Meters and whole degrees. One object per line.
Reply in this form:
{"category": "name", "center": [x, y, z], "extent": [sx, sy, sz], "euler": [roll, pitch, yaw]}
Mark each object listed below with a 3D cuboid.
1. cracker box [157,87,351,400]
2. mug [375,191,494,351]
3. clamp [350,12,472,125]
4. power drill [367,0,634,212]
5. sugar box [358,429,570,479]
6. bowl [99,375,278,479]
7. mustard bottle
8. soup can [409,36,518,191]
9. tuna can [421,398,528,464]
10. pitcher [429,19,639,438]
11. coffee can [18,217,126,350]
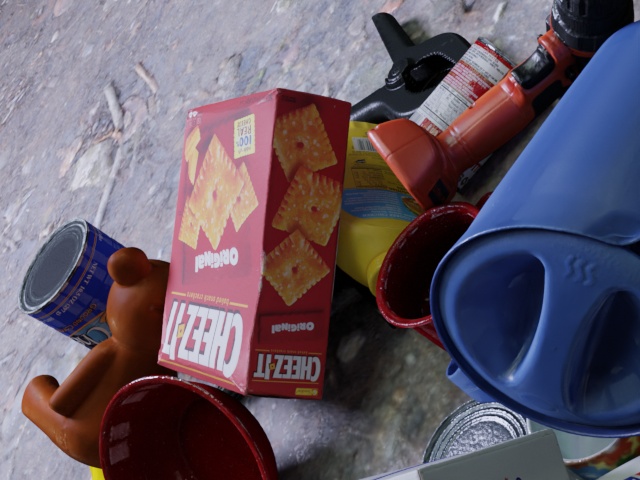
{"category": "cracker box", "center": [-0.055, 0.001, 0.805], "extent": [0.164, 0.072, 0.214], "euler": [3, 86, 60]}
{"category": "mug", "center": [0.103, 0.024, 0.709], "extent": [0.093, 0.081, 0.117], "euler": [14, 72, 56]}
{"category": "clamp", "center": [0.070, -0.131, 0.940], "extent": [0.164, 0.036, 0.210], "euler": [-58, 32, -7]}
{"category": "power drill", "center": [0.124, -0.099, 0.701], "extent": [0.188, 0.184, 0.057], "euler": [-36, 71, 5]}
{"category": "sugar box", "center": [0.044, 0.148, 0.582], "extent": [0.177, 0.093, 0.048], "euler": [-31, 71, 55]}
{"category": "bowl", "center": [-0.088, 0.168, 0.801], "extent": [0.162, 0.162, 0.055], "euler": [-28, 0, 36]}
{"category": "mustard bottle", "center": [0.044, -0.017, 0.814], "extent": [0.191, 0.096, 0.058], "euler": [-104, 27, -51]}
{"category": "soup can", "center": [0.114, -0.096, 0.821], "extent": [0.102, 0.068, 0.068], "euler": [-49, 32, 9]}
{"category": "tuna can", "center": [0.103, 0.139, 0.646], "extent": [0.086, 0.033, 0.086], "euler": [-33, 37, 30]}
{"category": "pitcher", "center": [0.159, -0.017, 0.586], "extent": [0.149, 0.145, 0.242], "euler": [6, 40, 31]}
{"category": "coffee can", "center": [-0.199, 0.057, 1.018], "extent": [0.103, 0.140, 0.103], "euler": [-33, 37, 30]}
